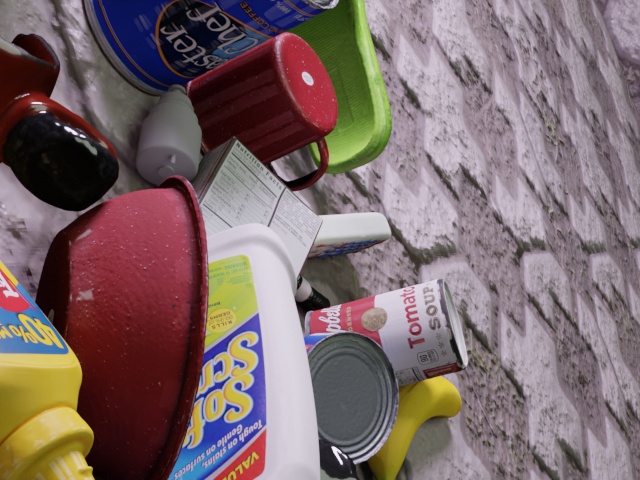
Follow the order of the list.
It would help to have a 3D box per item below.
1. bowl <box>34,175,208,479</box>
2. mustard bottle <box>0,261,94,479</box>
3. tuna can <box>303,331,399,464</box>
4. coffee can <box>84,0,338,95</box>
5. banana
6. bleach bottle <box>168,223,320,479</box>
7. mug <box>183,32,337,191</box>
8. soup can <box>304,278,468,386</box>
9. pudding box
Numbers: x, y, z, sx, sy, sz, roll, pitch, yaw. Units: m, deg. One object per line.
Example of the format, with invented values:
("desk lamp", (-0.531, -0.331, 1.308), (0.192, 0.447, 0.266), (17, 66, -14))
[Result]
("bowl", (-0.105, 0.044, 0.518), (0.055, 0.162, 0.162), (9, 57, -24))
("mustard bottle", (-0.149, 0.034, 0.420), (0.192, 0.058, 0.096), (46, 10, 20))
("tuna can", (0.008, 0.102, 0.696), (0.085, 0.034, 0.086), (5, 82, -37))
("coffee can", (-0.072, -0.171, 0.714), (0.102, 0.140, 0.103), (41, 37, -42))
("banana", (0.075, 0.145, 0.870), (0.197, 0.037, 0.070), (-31, 125, -60))
("bleach bottle", (-0.040, 0.102, 0.540), (0.251, 0.102, 0.068), (-109, 177, -48))
("mug", (-0.035, -0.090, 0.786), (0.117, 0.082, 0.093), (62, 27, -12))
("soup can", (0.048, 0.071, 0.762), (0.068, 0.102, 0.068), (-15, 90, -78))
("pudding box", (-0.054, 0.001, 0.696), (0.090, 0.039, 0.113), (43, 44, -20))
